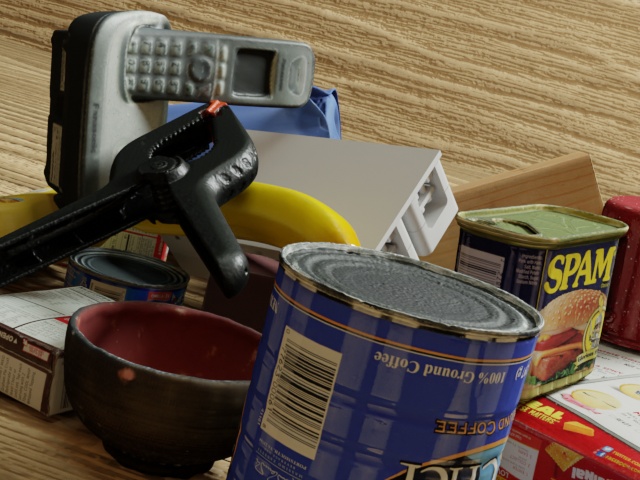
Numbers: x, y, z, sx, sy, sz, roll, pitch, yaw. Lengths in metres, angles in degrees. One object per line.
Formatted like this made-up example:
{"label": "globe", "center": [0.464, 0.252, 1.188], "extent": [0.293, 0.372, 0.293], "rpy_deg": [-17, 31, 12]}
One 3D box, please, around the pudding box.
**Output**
{"label": "pudding box", "center": [-0.144, 0.058, 0.603], "extent": [0.090, 0.039, 0.113], "rpy_deg": [18, 9, 28]}

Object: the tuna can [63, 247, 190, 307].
{"label": "tuna can", "center": [-0.137, 0.033, 0.751], "extent": [0.086, 0.034, 0.086], "rpy_deg": [14, 11, -3]}

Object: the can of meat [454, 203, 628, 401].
{"label": "can of meat", "center": [0.108, 0.029, 0.549], "extent": [0.058, 0.084, 0.101], "rpy_deg": [18, 16, 39]}

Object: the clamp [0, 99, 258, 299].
{"label": "clamp", "center": [-0.085, -0.027, 0.635], "extent": [0.165, 0.036, 0.209], "rpy_deg": [5, 33, 23]}

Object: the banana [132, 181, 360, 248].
{"label": "banana", "center": [-0.049, -0.010, 0.666], "extent": [0.198, 0.037, 0.069], "rpy_deg": [5, 38, 32]}

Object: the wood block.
{"label": "wood block", "center": [0.127, -0.002, 0.878], "extent": [0.206, 0.090, 0.090], "rpy_deg": [-16, 4, 10]}

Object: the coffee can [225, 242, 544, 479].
{"label": "coffee can", "center": [0.017, 0.082, 0.412], "extent": [0.103, 0.140, 0.103], "rpy_deg": [14, 11, -3]}

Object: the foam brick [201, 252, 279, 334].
{"label": "foam brick", "center": [-0.049, 0.050, 0.666], "extent": [0.053, 0.078, 0.051], "rpy_deg": [14, 12, -3]}

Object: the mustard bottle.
{"label": "mustard bottle", "center": [-0.232, -0.004, 0.730], "extent": [0.096, 0.058, 0.191], "rpy_deg": [-6, 3, 23]}
